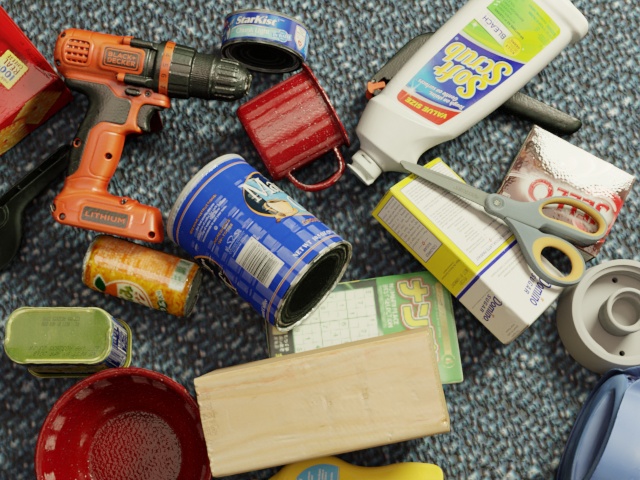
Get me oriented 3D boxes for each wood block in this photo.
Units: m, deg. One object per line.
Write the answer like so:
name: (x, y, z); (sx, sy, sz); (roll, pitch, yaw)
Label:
wood block: (0.004, 0.141, 0.945); (0.206, 0.090, 0.090); (-12, 86, 7)

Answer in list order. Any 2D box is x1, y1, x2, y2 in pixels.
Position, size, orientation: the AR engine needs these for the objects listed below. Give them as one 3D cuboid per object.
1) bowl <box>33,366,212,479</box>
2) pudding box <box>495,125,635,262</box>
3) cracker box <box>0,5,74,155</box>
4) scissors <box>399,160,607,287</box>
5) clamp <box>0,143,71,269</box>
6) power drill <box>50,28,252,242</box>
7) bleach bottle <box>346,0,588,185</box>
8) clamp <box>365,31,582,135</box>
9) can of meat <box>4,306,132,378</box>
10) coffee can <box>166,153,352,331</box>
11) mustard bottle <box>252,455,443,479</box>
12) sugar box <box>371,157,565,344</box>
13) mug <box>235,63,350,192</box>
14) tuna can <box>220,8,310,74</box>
bowl: (-0.174, 0.198, 0.971); (0.162, 0.055, 0.162); (0, 78, 1)
pudding box: (0.233, -0.045, 1.031); (0.113, 0.039, 0.090); (28, 79, 7)
cracker box: (-0.380, -0.142, 1.048); (0.213, 0.072, 0.164); (-40, 79, -7)
scissors: (0.166, -0.013, 0.981); (0.201, 0.016, 0.096); (9, 70, -7)
clamp: (-0.305, -0.032, 1.019); (0.120, 0.039, 0.171); (8, 105, -25)
power drill: (-0.168, -0.095, 0.996); (0.184, 0.057, 0.187); (10, 89, 0)
bleach bottle: (0.129, -0.144, 1.011); (0.102, 0.068, 0.251); (45, 90, -3)
clamp: (0.152, -0.159, 1.061); (0.210, 0.036, 0.164); (-18, 80, -3)
can of meat: (-0.232, 0.094, 0.984); (0.102, 0.084, 0.057); (0, 76, 1)
coffee can: (-0.056, 0.001, 0.982); (0.140, 0.103, 0.102); (39, 80, 19)
mustard bottle: (0.011, 0.242, 0.957); (0.191, 0.058, 0.096); (5, 78, 2)
sugar box: (0.140, 0.008, 0.998); (0.176, 0.048, 0.093); (47, 44, 9)
mug: (-0.023, -0.100, 1.025); (0.081, 0.093, 0.117); (-30, 83, -1)
tuna can: (-0.054, -0.194, 1.048); (0.086, 0.086, 0.034); (8, 78, 3)
